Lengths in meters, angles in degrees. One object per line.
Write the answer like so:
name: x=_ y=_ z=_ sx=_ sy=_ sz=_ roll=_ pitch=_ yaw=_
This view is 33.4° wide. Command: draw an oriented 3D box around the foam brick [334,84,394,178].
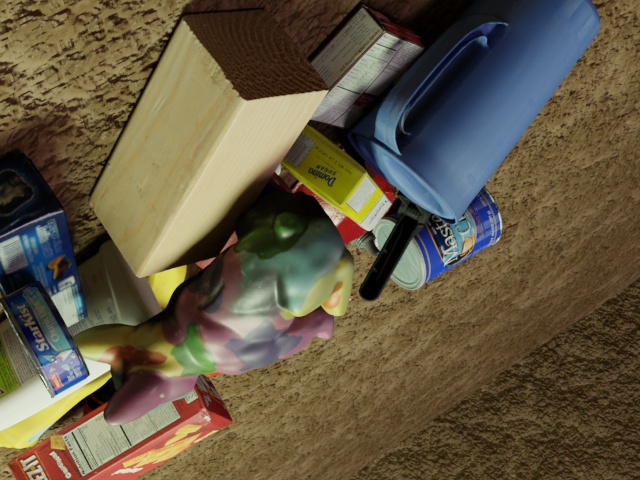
foam brick: x=0.063 y=-0.111 z=1.094 sx=0.078 sy=0.051 sz=0.053 roll=-36 pitch=160 yaw=-3

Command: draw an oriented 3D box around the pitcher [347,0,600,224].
pitcher: x=0.146 y=-0.147 z=0.996 sx=0.243 sy=0.145 sz=0.149 roll=-50 pitch=-165 yaw=-4

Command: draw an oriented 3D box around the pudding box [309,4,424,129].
pudding box: x=0.030 y=-0.153 z=0.959 sx=0.114 sy=0.039 sz=0.089 roll=-46 pitch=159 yaw=20

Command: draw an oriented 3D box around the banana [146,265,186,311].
banana: x=-0.183 y=0.057 z=1.085 sx=0.069 sy=0.037 sz=0.198 roll=10 pitch=133 yaw=-29

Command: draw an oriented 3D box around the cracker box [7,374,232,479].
cracker box: x=-0.214 y=0.224 z=1.185 sx=0.213 sy=0.072 sz=0.164 roll=-31 pitch=165 yaw=-3

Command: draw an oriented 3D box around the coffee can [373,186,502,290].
coffee can: x=0.153 y=-0.011 z=1.402 sx=0.140 sy=0.103 sz=0.103 roll=-28 pitch=159 yaw=-25

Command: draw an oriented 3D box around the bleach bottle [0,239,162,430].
bleach bottle: x=-0.269 y=0.106 z=0.976 sx=0.251 sy=0.103 sz=0.068 roll=-31 pitch=151 yaw=2

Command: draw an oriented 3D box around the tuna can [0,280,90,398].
tuna can: x=-0.209 y=0.074 z=0.809 sx=0.033 sy=0.086 sz=0.086 roll=-29 pitch=159 yaw=-17

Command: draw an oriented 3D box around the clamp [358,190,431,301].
clamp: x=0.108 y=-0.026 z=1.280 sx=0.209 sy=0.036 sz=0.165 roll=-45 pitch=161 yaw=-58

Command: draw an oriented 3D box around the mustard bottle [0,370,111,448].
mustard bottle: x=-0.281 y=0.160 z=1.087 sx=0.192 sy=0.058 sz=0.096 roll=-40 pitch=-170 yaw=32

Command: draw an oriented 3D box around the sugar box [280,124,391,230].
sugar box: x=0.011 y=-0.060 z=1.022 sx=0.048 sy=0.093 sz=0.176 roll=-52 pitch=166 yaw=-1

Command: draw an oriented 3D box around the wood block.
wood block: x=-0.094 y=-0.075 z=0.847 sx=0.090 sy=0.090 sz=0.206 roll=-17 pitch=153 yaw=-44
